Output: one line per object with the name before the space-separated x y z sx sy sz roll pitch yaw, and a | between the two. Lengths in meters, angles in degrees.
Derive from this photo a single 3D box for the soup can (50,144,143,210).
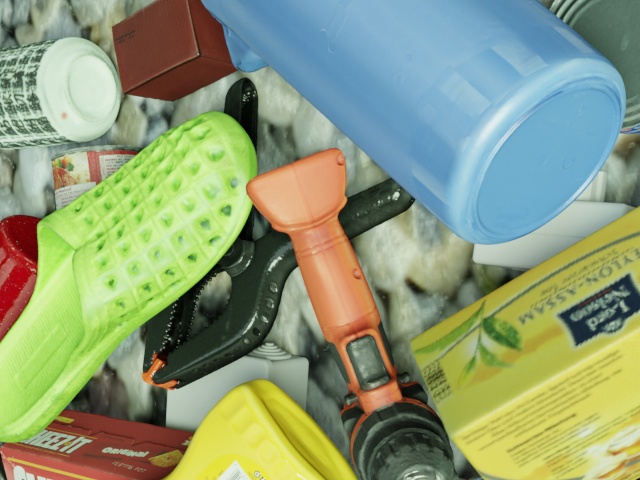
soup can | -0.158 -0.014 0.784 0.069 0.068 0.102 -11 84 37

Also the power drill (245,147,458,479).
power drill | 0.016 0.046 0.569 0.057 0.184 0.187 -20 95 -3

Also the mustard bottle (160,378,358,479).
mustard bottle | -0.069 0.173 0.596 0.096 0.058 0.192 47 107 12

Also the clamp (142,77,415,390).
clamp | -0.055 0.001 0.695 0.210 0.036 0.165 -51 56 5

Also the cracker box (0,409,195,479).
cracker box | -0.121 0.233 0.722 0.164 0.071 0.214 1 109 38

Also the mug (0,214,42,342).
mug | -0.220 0.041 0.827 0.117 0.093 0.082 35 109 -1

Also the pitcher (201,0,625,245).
pitcher | 0.047 -0.119 0.563 0.145 0.149 0.243 -31 54 -14

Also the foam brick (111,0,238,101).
foam brick | -0.100 -0.136 0.748 0.078 0.051 0.053 -18 79 36
